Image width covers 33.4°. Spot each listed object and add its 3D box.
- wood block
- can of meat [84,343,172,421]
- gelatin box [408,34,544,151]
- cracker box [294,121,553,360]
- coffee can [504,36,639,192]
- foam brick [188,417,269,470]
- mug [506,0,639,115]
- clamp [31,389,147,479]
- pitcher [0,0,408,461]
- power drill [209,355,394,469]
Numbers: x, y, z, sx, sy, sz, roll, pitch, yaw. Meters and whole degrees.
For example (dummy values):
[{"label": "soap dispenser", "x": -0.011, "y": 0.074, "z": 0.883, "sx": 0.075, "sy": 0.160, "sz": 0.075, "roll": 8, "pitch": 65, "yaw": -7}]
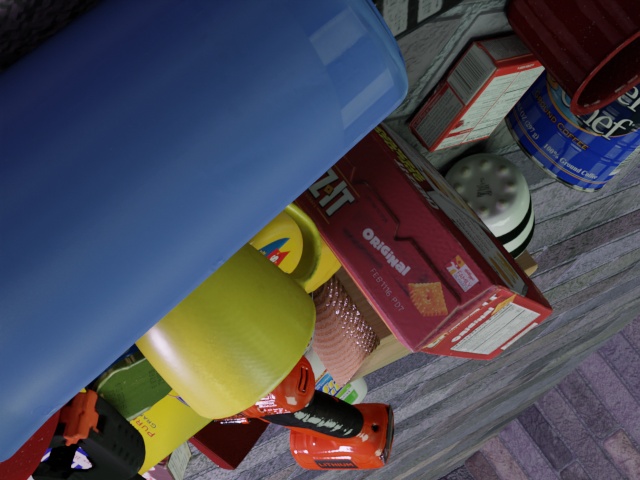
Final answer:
[{"label": "wood block", "x": 0.086, "y": 0.043, "z": 0.979, "sx": 0.205, "sy": 0.091, "sz": 0.090, "roll": -21, "pitch": 158, "yaw": -37}, {"label": "can of meat", "x": -0.131, "y": 0.057, "z": 0.648, "sx": 0.057, "sy": 0.084, "sz": 0.102, "roll": -30, "pitch": 161, "yaw": -17}, {"label": "gelatin box", "x": 0.113, "y": -0.106, "z": 0.758, "sx": 0.073, "sy": 0.030, "sz": 0.089, "roll": -19, "pitch": 156, "yaw": -44}, {"label": "cracker box", "x": 0.065, "y": -0.001, "z": 0.718, "sx": 0.072, "sy": 0.164, "sz": 0.213, "roll": -41, "pitch": 161, "yaw": 11}, {"label": "coffee can", "x": 0.220, "y": -0.119, "z": 0.794, "sx": 0.102, "sy": 0.103, "sz": 0.140, "roll": -15, "pitch": 153, "yaw": -46}, {"label": "foam brick", "x": -0.083, "y": 0.168, "z": 0.995, "sx": 0.078, "sy": 0.053, "sz": 0.051, "roll": -51, "pitch": -171, "yaw": -21}, {"label": "mug", "x": 0.183, "y": -0.150, "z": 0.688, "sx": 0.117, "sy": 0.081, "sz": 0.093, "roll": -46, "pitch": 159, "yaw": 29}, {"label": "clamp", "x": -0.153, "y": 0.137, "z": 0.669, "sx": 0.164, "sy": 0.036, "sz": 0.210, "roll": 18, "pitch": 152, "yaw": -19}, {"label": "pitcher", "x": -0.085, "y": -0.030, "z": 0.463, "sx": 0.243, "sy": 0.149, "sz": 0.145, "roll": -39, "pitch": 128, "yaw": 0}, {"label": "power drill", "x": -0.043, "y": 0.141, "z": 0.874, "sx": 0.185, "sy": 0.057, "sz": 0.187, "roll": -10, "pitch": 153, "yaw": 38}]
